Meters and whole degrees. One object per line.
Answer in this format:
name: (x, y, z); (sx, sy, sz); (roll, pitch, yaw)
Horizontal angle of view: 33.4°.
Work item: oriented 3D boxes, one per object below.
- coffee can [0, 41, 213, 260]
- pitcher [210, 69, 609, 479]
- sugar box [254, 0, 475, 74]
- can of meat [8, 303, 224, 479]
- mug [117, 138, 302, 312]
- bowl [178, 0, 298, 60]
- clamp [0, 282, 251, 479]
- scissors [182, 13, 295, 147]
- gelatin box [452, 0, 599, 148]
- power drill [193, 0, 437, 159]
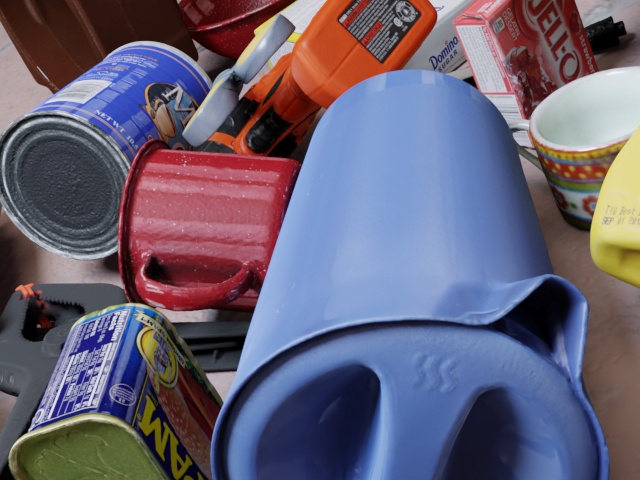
coffee can: (-0.138, -0.064, 0.718); (0.103, 0.103, 0.140); (-12, 23, 24)
pitcher: (0.031, 0.027, 0.458); (0.149, 0.145, 0.242); (-7, 30, 10)
sugar box: (0.036, -0.154, 0.800); (0.093, 0.048, 0.176); (-38, 35, -18)
can of meat: (-0.079, 0.089, 0.463); (0.057, 0.102, 0.084); (-19, 29, 15)
mug: (-0.054, 0.001, 0.549); (0.081, 0.093, 0.117); (5, 27, 11)
bowl: (-0.048, -0.204, 0.932); (0.162, 0.055, 0.162); (-20, 31, 12)
clamp: (-0.126, 0.063, 0.603); (0.164, 0.036, 0.210); (-26, 26, -14)
scissors: (-0.046, -0.108, 0.651); (0.096, 0.016, 0.201); (-47, 13, 18)
gelatin box: (0.121, -0.110, 0.618); (0.073, 0.089, 0.030); (-44, 33, -26)
power drill: (-0.022, -0.079, 0.650); (0.184, 0.057, 0.188); (-56, 13, -31)
